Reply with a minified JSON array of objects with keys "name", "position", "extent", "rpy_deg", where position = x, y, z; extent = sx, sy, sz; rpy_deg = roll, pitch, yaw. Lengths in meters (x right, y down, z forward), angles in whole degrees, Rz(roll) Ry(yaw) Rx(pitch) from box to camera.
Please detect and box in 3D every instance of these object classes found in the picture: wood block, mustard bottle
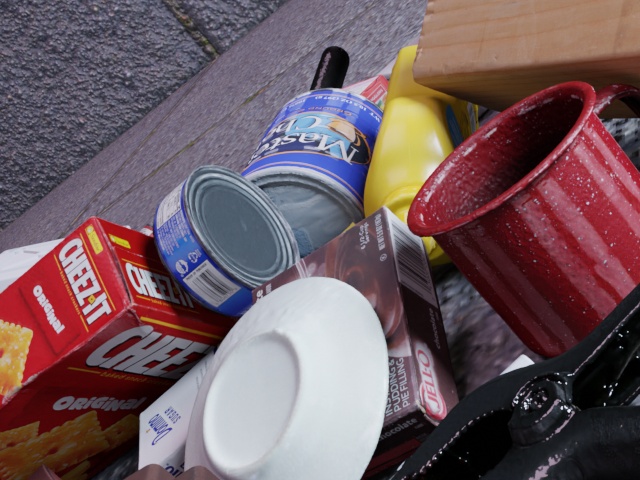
[{"name":"wood block","position":[0.142,-0.111,0.504],"extent":[0.206,0.090,0.091],"rpy_deg":[11,88,62]},{"name":"mustard bottle","position":[0.059,-0.040,0.609],"extent":[0.058,0.096,0.191],"rpy_deg":[-3,27,11]}]

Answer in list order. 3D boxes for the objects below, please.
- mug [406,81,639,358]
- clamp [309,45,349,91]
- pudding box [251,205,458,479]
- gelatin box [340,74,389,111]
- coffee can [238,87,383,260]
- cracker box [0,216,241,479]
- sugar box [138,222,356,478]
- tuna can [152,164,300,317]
[{"name":"mug","position":[0.105,-0.014,0.447],"extent":[0.117,0.081,0.093],"rpy_deg":[-45,16,-13]},{"name":"clamp","position":[-0.024,-0.047,0.890],"extent":[0.210,0.036,0.165],"rpy_deg":[-78,10,-49]},{"name":"pudding box","position":[0.013,0.053,0.494],"extent":[0.090,0.039,0.113],"rpy_deg":[-32,42,28]},{"name":"gelatin box","position":[0.041,-0.084,0.813],"extent":[0.030,0.073,0.089],"rpy_deg":[-46,16,-18]},{"name":"coffee can","position":[-0.004,-0.030,0.718],"extent":[0.103,0.102,0.140],"rpy_deg":[-34,17,27]},{"name":"cracker box","position":[-0.156,0.089,0.674],"extent":[0.214,0.072,0.164],"rpy_deg":[-36,-26,16]},{"name":"sugar box","position":[-0.025,0.071,0.604],"extent":[0.176,0.048,0.093],"rpy_deg":[-44,15,3]},{"name":"tuna can","position":[-0.054,0.001,0.614],"extent":[0.034,0.086,0.086],"rpy_deg":[-38,15,29]}]
